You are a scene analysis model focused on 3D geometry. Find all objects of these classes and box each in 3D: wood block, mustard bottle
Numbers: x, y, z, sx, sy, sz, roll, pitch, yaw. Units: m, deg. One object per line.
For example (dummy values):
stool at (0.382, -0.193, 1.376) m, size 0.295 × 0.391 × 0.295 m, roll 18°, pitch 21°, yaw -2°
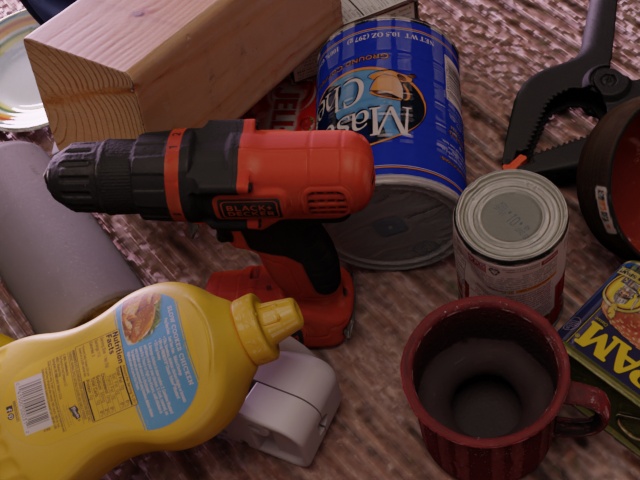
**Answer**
wood block at (-0.081, -0.137, 0.700) m, size 0.091 × 0.090 × 0.205 m, roll 22°, pitch 50°, yaw 28°
mustard bottle at (-0.100, 0.077, 0.615) m, size 0.192 × 0.058 × 0.096 m, roll -23°, pitch 63°, yaw 8°

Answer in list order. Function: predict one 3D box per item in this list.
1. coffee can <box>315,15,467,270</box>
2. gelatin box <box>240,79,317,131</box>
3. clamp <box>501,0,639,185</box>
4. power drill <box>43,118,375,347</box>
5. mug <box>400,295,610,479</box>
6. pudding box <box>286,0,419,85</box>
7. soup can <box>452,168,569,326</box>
coffee can at (0.046, -0.065, 0.719) m, size 0.103 × 0.103 × 0.140 m, roll -4°, pitch 57°, yaw 8°
gelatin box at (-0.035, -0.079, 0.786) m, size 0.073 × 0.030 × 0.089 m, roll 7°, pitch 59°, yaw 14°
clamp at (0.213, -0.101, 0.752) m, size 0.165 × 0.036 × 0.209 m, roll 36°, pitch 72°, yaw 26°
power drill at (-0.054, 0.001, 0.644) m, size 0.184 × 0.187 × 0.057 m, roll 1°, pitch 59°, yaw 9°
mug at (0.108, 0.093, 0.619) m, size 0.117 × 0.081 × 0.093 m, roll 4°, pitch 58°, yaw 13°
pudding box at (0.007, -0.171, 0.817) m, size 0.113 × 0.039 × 0.090 m, roll -24°, pitch 46°, yaw -13°
soup can at (0.117, 0.012, 0.657) m, size 0.068 × 0.102 × 0.068 m, roll -5°, pitch 57°, yaw 7°
